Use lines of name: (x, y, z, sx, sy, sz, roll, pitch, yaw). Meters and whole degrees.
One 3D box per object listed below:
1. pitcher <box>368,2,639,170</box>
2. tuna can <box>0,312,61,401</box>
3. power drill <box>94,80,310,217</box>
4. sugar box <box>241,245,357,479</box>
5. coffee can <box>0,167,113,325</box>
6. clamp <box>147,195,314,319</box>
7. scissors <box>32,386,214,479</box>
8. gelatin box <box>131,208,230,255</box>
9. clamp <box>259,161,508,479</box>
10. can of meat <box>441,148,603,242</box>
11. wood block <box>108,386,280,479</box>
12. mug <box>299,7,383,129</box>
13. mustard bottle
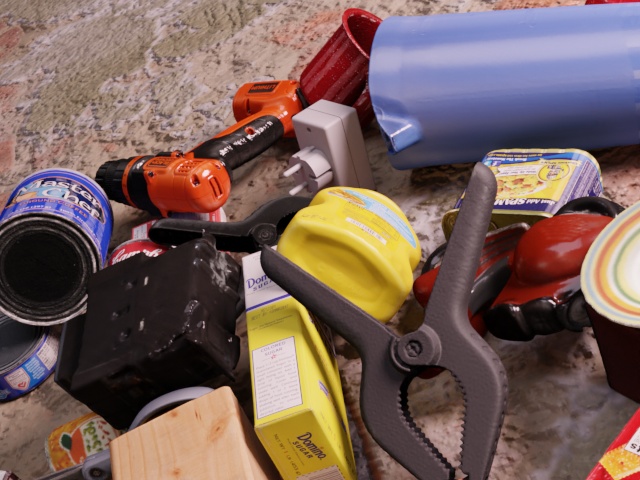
pitcher: (0.173, -0.136, 0.885, 0.243, 0.144, 0.149, -1, 82, 25)
tuna can: (-0.270, 0.099, 0.937, 0.086, 0.033, 0.086, -17, 37, 13)
power drill: (-0.108, -0.087, 1.026, 0.185, 0.057, 0.187, 9, 40, 46)
sugar box: (-0.016, 0.089, 0.743, 0.048, 0.093, 0.176, -19, 37, 9)
coffee can: (-0.241, 0.002, 0.952, 0.103, 0.103, 0.140, -25, 20, 2)
clamp: (-0.056, 0.001, 0.891, 0.171, 0.039, 0.120, -28, 66, -23)
scissors: (-0.137, 0.166, 0.750, 0.202, 0.096, 0.016, -34, 30, 20)
gelatin box: (-0.128, 0.006, 0.969, 0.089, 0.030, 0.073, -20, 37, 6)
clamp: (0.069, 0.061, 0.672, 0.165, 0.036, 0.210, -28, 73, 12)
can of meat: (0.156, -0.025, 0.812, 0.102, 0.057, 0.083, 4, 43, 34)
wood block: (-0.060, 0.199, 0.637, 0.090, 0.090, 0.206, -26, 36, 1)
mug: (0.034, -0.149, 0.997, 0.082, 0.093, 0.117, -46, 27, 32)
mustard bottle: (0.030, 0.000, 0.815, 0.058, 0.096, 0.191, -60, -2, 17)
